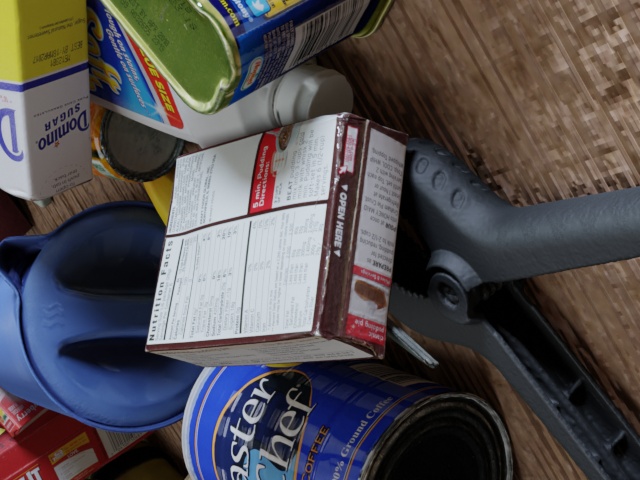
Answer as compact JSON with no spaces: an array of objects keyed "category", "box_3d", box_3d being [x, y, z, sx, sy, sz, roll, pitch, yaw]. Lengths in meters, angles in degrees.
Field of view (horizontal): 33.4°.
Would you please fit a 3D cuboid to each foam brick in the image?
[{"category":"foam brick","box_3d":[-0.281,-0.029,0.861,0.053,0.051,0.078,26,152,41]}]

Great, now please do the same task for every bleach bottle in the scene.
[{"category":"bleach bottle","box_3d":[-0.087,-0.106,0.507,0.251,0.068,0.102,27,137,36]}]

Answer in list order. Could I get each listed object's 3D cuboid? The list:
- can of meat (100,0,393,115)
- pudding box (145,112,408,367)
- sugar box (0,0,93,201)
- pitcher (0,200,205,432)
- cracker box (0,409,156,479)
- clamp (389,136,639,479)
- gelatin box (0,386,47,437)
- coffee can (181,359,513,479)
[{"category":"can of meat","box_3d":[-0.035,-0.107,0.405,0.102,0.083,0.058,50,150,9]},{"category":"pudding box","box_3d":[-0.020,0.003,0.430,0.114,0.039,0.090,-10,68,48]},{"category":"sugar box","box_3d":[-0.150,-0.112,0.485,0.093,0.048,0.176,28,128,30]},{"category":"pitcher","box_3d":[-0.149,0.061,0.714,0.243,0.144,0.149,-14,96,63]},{"category":"cracker box","box_3d":[-0.267,0.155,0.927,0.214,0.164,0.072,11,127,51]},{"category":"clamp","box_3d":[0.068,0.023,0.431,0.210,0.036,0.164,26,138,45]},{"category":"gelatin box","box_3d":[-0.227,0.097,0.832,0.073,0.089,0.030,48,141,2]},{"category":"coffee can","box_3d":[0.010,0.108,0.537,0.141,0.102,0.103,13,130,50]}]
